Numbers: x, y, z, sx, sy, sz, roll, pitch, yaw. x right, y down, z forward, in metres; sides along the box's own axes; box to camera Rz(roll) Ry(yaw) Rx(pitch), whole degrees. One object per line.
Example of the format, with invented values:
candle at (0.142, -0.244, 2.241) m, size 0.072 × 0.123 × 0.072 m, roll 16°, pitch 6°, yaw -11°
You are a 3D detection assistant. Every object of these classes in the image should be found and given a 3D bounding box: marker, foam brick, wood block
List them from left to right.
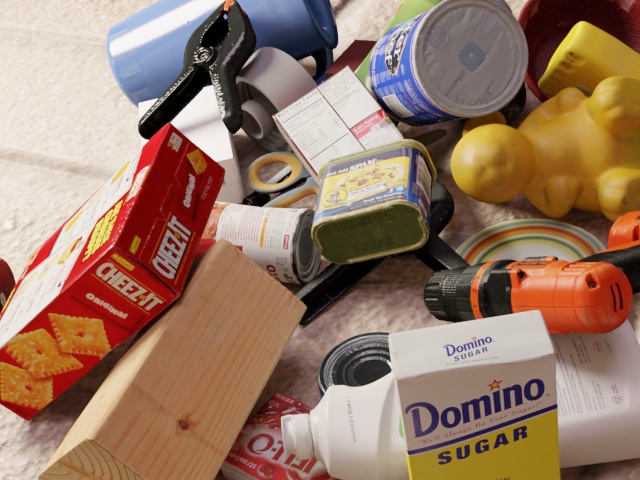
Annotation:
wood block at (-0.102, 0.108, 0.783) m, size 0.090 × 0.090 × 0.205 m, roll -39°, pitch 15°, yaw 44°
marker at (-0.034, -0.063, 1.064) m, size 0.020 × 0.020 × 0.121 m, roll 23°, pitch 50°, yaw 37°
foam brick at (0.047, -0.176, 1.157) m, size 0.051 × 0.053 × 0.078 m, roll 11°, pitch 44°, yaw 28°

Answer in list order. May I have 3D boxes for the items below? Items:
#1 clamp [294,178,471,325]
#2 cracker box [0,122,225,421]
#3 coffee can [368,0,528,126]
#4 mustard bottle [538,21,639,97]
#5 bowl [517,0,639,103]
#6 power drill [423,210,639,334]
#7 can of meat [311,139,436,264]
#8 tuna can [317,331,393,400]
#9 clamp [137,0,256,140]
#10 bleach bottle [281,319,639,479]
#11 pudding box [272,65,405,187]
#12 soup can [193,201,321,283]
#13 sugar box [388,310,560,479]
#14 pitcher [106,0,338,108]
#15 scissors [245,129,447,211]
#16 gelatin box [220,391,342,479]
clamp at (0.076, -0.004, 0.934) m, size 0.165 × 0.036 × 0.209 m, roll -6°, pitch 34°, yaw 28°
cracker box at (-0.179, 0.027, 0.864) m, size 0.214 × 0.072 × 0.164 m, roll -37°, pitch 25°, yaw 33°
coffee can at (0.111, -0.157, 0.958) m, size 0.102 × 0.103 × 0.140 m, roll -21°, pitch 7°, yaw -11°
mustard bottle at (0.298, -0.123, 0.968) m, size 0.191 × 0.096 × 0.058 m, roll 30°, pitch 73°, yaw 3°
bowl at (0.263, -0.179, 1.060) m, size 0.162 × 0.055 × 0.162 m, roll 2°, pitch 74°, yaw -6°
power drill at (0.191, 0.024, 0.780) m, size 0.187 × 0.057 × 0.185 m, roll -18°, pitch 9°, yaw -32°
can of meat at (0.045, -0.031, 0.905) m, size 0.102 × 0.057 × 0.084 m, roll -14°, pitch 37°, yaw 20°
tuna can at (0.041, 0.109, 0.811) m, size 0.086 × 0.034 × 0.086 m, roll -8°, pitch 38°, yaw 6°
clamp at (-0.101, -0.167, 1.054) m, size 0.120 × 0.039 × 0.171 m, roll 12°, pitch 67°, yaw 30°
bleach bottle at (0.098, 0.115, 0.738) m, size 0.251 × 0.068 × 0.102 m, roll -7°, pitch 44°, yaw -2°
pudding box at (0.021, -0.097, 1.002) m, size 0.090 × 0.039 × 0.113 m, roll -34°, pitch 61°, yaw -1°
soup can at (-0.056, 0.001, 0.950) m, size 0.102 × 0.068 × 0.068 m, roll 5°, pitch 41°, yaw 21°
sugar box at (0.098, 0.128, 0.654) m, size 0.093 × 0.176 × 0.048 m, roll -10°, pitch 37°, yaw 3°
pitcher at (-0.107, -0.222, 1.182) m, size 0.243 × 0.145 × 0.149 m, roll -20°, pitch 44°, yaw 17°
scissors at (0.014, -0.078, 1.028) m, size 0.201 × 0.016 × 0.096 m, roll -36°, pitch 64°, yaw -10°
gelatin box at (-0.019, 0.156, 0.773) m, size 0.089 × 0.030 × 0.073 m, roll 19°, pitch 48°, yaw 35°
